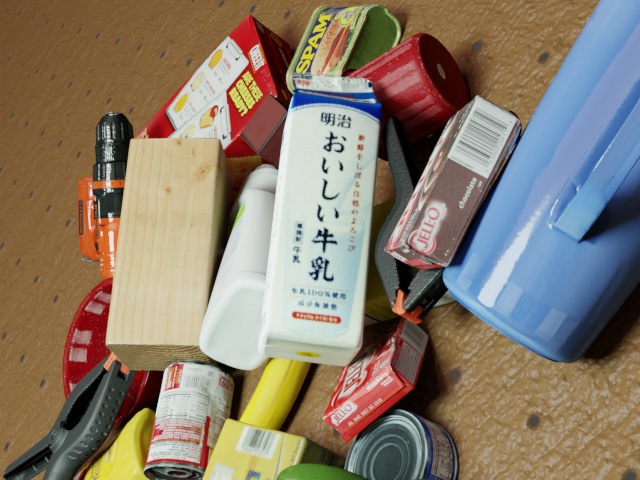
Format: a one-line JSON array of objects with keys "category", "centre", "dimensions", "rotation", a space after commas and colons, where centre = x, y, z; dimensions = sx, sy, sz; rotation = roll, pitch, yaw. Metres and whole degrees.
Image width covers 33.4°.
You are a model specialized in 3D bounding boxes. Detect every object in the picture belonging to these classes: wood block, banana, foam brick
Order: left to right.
[{"category": "wood block", "centre": [-0.141, 0.014, 1.020], "dimensions": [0.090, 0.091, 0.206], "rotation": [0, 69, 5]}, {"category": "banana", "centre": [-0.036, 0.116, 0.943], "dimensions": [0.070, 0.037, 0.197], "rotation": [-24, 44, 67]}, {"category": "foam brick", "centre": [-0.029, -0.097, 1.049], "dimensions": [0.051, 0.078, 0.053], "rotation": [-53, 37, 9]}]

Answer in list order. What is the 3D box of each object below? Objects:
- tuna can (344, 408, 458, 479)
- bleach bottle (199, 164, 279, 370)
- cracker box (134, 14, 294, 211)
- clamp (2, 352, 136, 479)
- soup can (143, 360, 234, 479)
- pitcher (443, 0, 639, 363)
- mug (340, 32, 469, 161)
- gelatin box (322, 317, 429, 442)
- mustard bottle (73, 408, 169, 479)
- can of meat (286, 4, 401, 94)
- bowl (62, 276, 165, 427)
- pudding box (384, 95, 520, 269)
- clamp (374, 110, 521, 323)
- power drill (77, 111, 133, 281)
[{"category": "tuna can", "centre": [0.058, 0.169, 0.785], "dimensions": [0.086, 0.033, 0.086], "rotation": [-31, 44, 35]}, {"category": "bleach bottle", "centre": [-0.056, 0.001, 0.992], "dimensions": [0.103, 0.068, 0.250], "rotation": [-57, 17, 33]}, {"category": "cracker box", "centre": [-0.110, -0.116, 1.170], "dimensions": [0.214, 0.072, 0.164], "rotation": [-42, 40, 22]}, {"category": "clamp", "centre": [-0.252, 0.199, 1.055], "dimensions": [0.210, 0.036, 0.165], "rotation": [-59, 28, 0]}, {"category": "soup can", "centre": [-0.119, 0.169, 0.976], "dimensions": [0.069, 0.068, 0.102], "rotation": [-23, 49, 41]}, {"category": "pitcher", "centre": [0.184, -0.044, 0.691], "dimensions": [0.243, 0.149, 0.145], "rotation": [-58, 37, 8]}, {"category": "mug", "centre": [0.080, -0.132, 0.941], "dimensions": [0.082, 0.093, 0.117], "rotation": [-28, 9, 31]}, {"category": "gelatin box", "centre": [0.043, 0.104, 0.820], "dimensions": [0.073, 0.030, 0.089], "rotation": [-42, 7, 25]}, {"category": "mustard bottle", "centre": [-0.218, 0.254, 1.046], "dimensions": [0.192, 0.058, 0.096], "rotation": [-45, 25, 22]}, {"category": "can of meat", "centre": [0.024, -0.185, 1.065], "dimensions": [0.084, 0.057, 0.102], "rotation": [10, 73, 51]}, {"category": "bowl", "centre": [-0.202, 0.121, 1.110], "dimensions": [0.162, 0.055, 0.162], "rotation": [-16, 66, 42]}, {"category": "pudding box", "centre": [0.088, -0.036, 0.731], "dimensions": [0.113, 0.039, 0.090], "rotation": [-61, 3, -5]}, {"category": "clamp", "centre": [0.077, -0.025, 0.814], "dimensions": [0.120, 0.039, 0.171], "rotation": [12, 75, 48]}, {"category": "power drill", "centre": [-0.239, -0.044, 1.206], "dimensions": [0.188, 0.057, 0.184], "rotation": [178, 92, -73]}]
